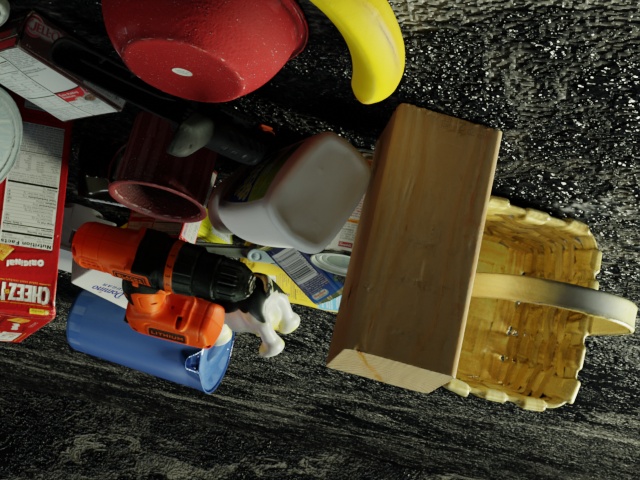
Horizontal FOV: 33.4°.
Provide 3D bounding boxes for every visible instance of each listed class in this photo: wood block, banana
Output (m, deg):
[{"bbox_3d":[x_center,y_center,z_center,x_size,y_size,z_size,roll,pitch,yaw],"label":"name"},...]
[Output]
[{"bbox_3d":[0.075,0.008,0.864,0.090,0.206,0.091,15,162,-5],"label":"wood block"},{"bbox_3d":[0.023,-0.145,0.729,0.070,0.037,0.197,23,168,32],"label":"banana"}]

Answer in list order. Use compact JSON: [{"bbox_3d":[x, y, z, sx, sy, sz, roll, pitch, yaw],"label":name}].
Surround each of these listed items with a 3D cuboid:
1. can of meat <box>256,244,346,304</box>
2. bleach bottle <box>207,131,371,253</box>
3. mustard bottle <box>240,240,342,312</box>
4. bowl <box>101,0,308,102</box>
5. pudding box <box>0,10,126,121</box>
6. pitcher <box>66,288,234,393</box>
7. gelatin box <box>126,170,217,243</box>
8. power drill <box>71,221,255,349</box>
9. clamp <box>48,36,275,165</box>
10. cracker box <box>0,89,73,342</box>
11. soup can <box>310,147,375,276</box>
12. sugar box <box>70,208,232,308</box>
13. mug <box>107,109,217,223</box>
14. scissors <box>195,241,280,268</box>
[{"bbox_3d":[-0.006,0.002,1.029,0.058,0.102,0.084,-31,111,28],"label":"can of meat"},{"bbox_3d":[-0.050,-0.035,0.969,0.068,0.102,0.251,42,161,-17],"label":"bleach bottle"},{"bbox_3d":[0.004,0.043,1.248,0.192,0.058,0.096,11,139,7],"label":"mustard bottle"},{"bbox_3d":[-0.092,-0.146,0.772,0.162,0.055,0.162,13,162,4],"label":"bowl"},{"bbox_3d":[-0.229,-0.144,0.900,0.090,0.039,0.113,-1,155,43],"label":"pudding box"},{"bbox_3d":[-0.258,0.142,1.653,0.243,0.145,0.149,13,150,14],"label":"pitcher"},{"bbox_3d":[-0.152,-0.036,1.084,0.073,0.089,0.030,2,157,31],"label":"gelatin box"},{"bbox_3d":[-0.147,0.050,1.088,0.184,0.057,0.187,16,155,10],"label":"power drill"},{"bbox_3d":[-0.112,-0.105,0.870,0.165,0.036,0.209,36,-167,24],"label":"clamp"},{"bbox_3d":[-0.295,-0.018,1.038,0.072,0.213,0.164,8,164,-24],"label":"cracker box"},{"bbox_3d":[0.033,-0.024,0.967,0.068,0.102,0.068,12,162,4],"label":"soup can"},{"bbox_3d":[-0.196,0.014,1.237,0.176,0.048,0.093,-25,142,29],"label":"sugar box"},{"bbox_3d":[-0.149,-0.071,0.990,0.117,0.081,0.093,-1,157,36],"label":"mug"},{"bbox_3d":[-0.058,0.001,1.171,0.201,0.016,0.096,18,126,-11],"label":"scissors"}]
